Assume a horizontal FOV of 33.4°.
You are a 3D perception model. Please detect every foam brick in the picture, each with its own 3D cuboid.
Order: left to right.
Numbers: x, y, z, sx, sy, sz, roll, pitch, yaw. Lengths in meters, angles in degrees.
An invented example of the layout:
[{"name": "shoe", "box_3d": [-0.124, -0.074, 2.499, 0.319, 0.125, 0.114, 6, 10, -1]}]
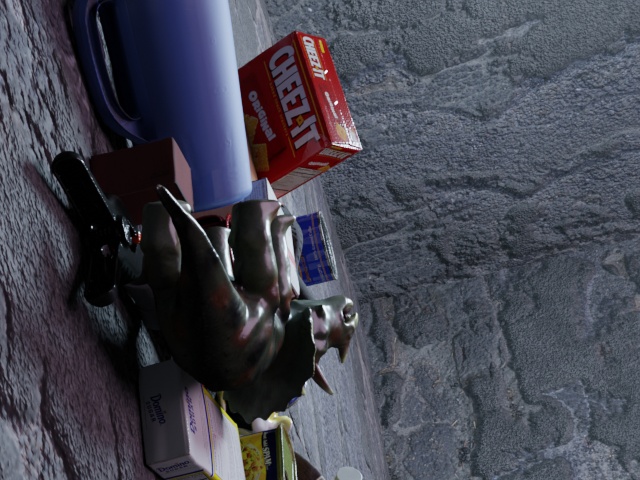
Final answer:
[{"name": "foam brick", "box_3d": [-0.158, -0.050, 0.950, 0.051, 0.078, 0.053, 69, 11, -58]}]

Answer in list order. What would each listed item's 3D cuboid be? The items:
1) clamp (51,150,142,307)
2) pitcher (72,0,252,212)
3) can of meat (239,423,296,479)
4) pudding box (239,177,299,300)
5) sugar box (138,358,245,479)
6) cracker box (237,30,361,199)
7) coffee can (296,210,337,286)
[{"name": "clamp", "box_3d": [-0.177, -0.013, 0.866, 0.171, 0.039, 0.120, -123, -157, -86]}, {"name": "pitcher", "box_3d": [-0.148, -0.150, 1.058, 0.145, 0.149, 0.243, -116, -165, -79]}, {"name": "can of meat", "box_3d": [-0.070, 0.242, 1.081, 0.102, 0.084, 0.057, -97, 171, -55]}, {"name": "pudding box", "box_3d": [-0.058, 0.002, 1.172, 0.090, 0.039, 0.113, 63, 13, -50]}, {"name": "sugar box", "box_3d": [-0.115, 0.185, 0.975, 0.176, 0.048, 0.093, 61, 14, -57]}, {"name": "cracker box", "box_3d": [-0.068, -0.146, 1.382, 0.071, 0.214, 0.164, 2, 65, -52]}, {"name": "coffee can", "box_3d": [-0.056, 0.024, 1.526, 0.103, 0.140, 0.103, -14, 90, -85]}]
